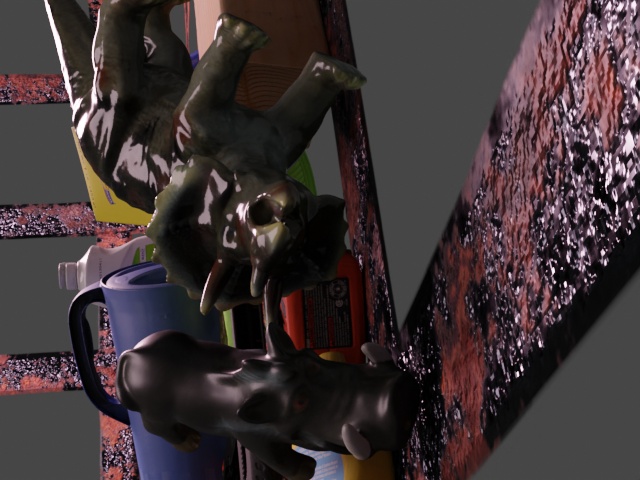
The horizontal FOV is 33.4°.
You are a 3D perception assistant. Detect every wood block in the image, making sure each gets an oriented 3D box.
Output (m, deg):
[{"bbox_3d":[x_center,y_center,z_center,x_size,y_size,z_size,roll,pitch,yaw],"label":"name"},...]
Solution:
[{"bbox_3d":[-0.055,-0.187,0.925,0.091,0.090,0.206,112,156,-48],"label":"wood block"}]

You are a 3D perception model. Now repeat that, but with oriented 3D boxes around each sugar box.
[{"bbox_3d":[-0.142,-0.060,0.911,0.177,0.048,0.093,5,113,51],"label":"sugar box"}]

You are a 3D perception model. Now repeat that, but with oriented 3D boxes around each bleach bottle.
[{"bbox_3d":[-0.173,0.028,1.233,0.068,0.250,0.102,108,158,-66],"label":"bleach bottle"}]

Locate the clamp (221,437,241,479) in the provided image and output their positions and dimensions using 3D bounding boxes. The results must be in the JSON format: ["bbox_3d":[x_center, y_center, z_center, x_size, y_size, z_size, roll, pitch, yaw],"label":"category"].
[{"bbox_3d":[-0.075,0.231,1.009,0.171,0.039,0.120,112,167,-73],"label":"clamp"}]

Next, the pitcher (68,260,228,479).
[{"bbox_3d":[-0.159,0.144,1.119,0.149,0.144,0.243,5,106,42],"label":"pitcher"}]

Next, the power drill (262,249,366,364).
[{"bbox_3d":[-0.012,0.074,0.842,0.188,0.057,0.184,-179,83,-78],"label":"power drill"}]

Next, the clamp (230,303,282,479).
[{"bbox_3d":[-0.047,0.137,0.820,0.164,0.036,0.210,-120,28,-66],"label":"clamp"}]
